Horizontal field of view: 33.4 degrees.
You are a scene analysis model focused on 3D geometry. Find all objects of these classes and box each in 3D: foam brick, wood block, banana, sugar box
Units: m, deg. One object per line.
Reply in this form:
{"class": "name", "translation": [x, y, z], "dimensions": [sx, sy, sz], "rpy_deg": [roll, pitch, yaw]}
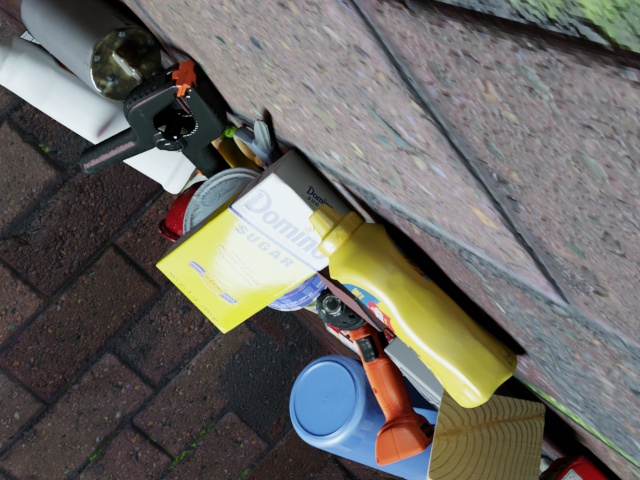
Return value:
{"class": "foam brick", "translation": [0.039, 0.034, 0.960], "dimensions": [0.078, 0.053, 0.051], "rpy_deg": [39, 172, 49]}
{"class": "wood block", "translation": [0.141, 0.225, 0.972], "dimensions": [0.091, 0.090, 0.206], "rpy_deg": [9, 145, 8]}
{"class": "banana", "translation": [-0.073, -0.063, 1.130], "dimensions": [0.070, 0.037, 0.197], "rpy_deg": [40, 172, 42]}
{"class": "sugar box", "translation": [-0.055, 0.005, 0.925], "dimensions": [0.093, 0.048, 0.177], "rpy_deg": [46, 132, -11]}

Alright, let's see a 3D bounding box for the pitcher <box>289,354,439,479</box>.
{"class": "pitcher", "translation": [0.082, 0.214, 1.291], "dimensions": [0.242, 0.149, 0.145], "rpy_deg": [27, -156, -49]}

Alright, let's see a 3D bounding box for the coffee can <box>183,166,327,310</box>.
{"class": "coffee can", "translation": [-0.057, 0.001, 1.064], "dimensions": [0.103, 0.103, 0.140], "rpy_deg": [41, -179, 33]}

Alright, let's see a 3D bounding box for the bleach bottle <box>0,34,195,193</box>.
{"class": "bleach bottle", "translation": [-0.244, -0.143, 1.110], "dimensions": [0.250, 0.068, 0.102], "rpy_deg": [28, -165, -18]}

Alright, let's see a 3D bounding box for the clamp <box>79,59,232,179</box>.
{"class": "clamp", "translation": [-0.131, -0.099, 1.010], "dimensions": [0.164, 0.036, 0.210], "rpy_deg": [12, 153, -17]}

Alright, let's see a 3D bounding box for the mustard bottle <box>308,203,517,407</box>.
{"class": "mustard bottle", "translation": [0.064, 0.044, 0.826], "dimensions": [0.191, 0.058, 0.096], "rpy_deg": [45, 179, 2]}

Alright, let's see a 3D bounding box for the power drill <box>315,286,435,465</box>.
{"class": "power drill", "translation": [0.056, 0.128, 1.084], "dimensions": [0.184, 0.057, 0.188], "rpy_deg": [10, -119, -74]}

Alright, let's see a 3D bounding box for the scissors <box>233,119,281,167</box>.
{"class": "scissors", "translation": [-0.037, -0.070, 0.937], "dimensions": [0.096, 0.016, 0.202], "rpy_deg": [44, 175, -13]}

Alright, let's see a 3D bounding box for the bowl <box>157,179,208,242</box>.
{"class": "bowl", "translation": [-0.107, -0.034, 1.246], "dimensions": [0.162, 0.055, 0.162], "rpy_deg": [5, -164, -2]}
